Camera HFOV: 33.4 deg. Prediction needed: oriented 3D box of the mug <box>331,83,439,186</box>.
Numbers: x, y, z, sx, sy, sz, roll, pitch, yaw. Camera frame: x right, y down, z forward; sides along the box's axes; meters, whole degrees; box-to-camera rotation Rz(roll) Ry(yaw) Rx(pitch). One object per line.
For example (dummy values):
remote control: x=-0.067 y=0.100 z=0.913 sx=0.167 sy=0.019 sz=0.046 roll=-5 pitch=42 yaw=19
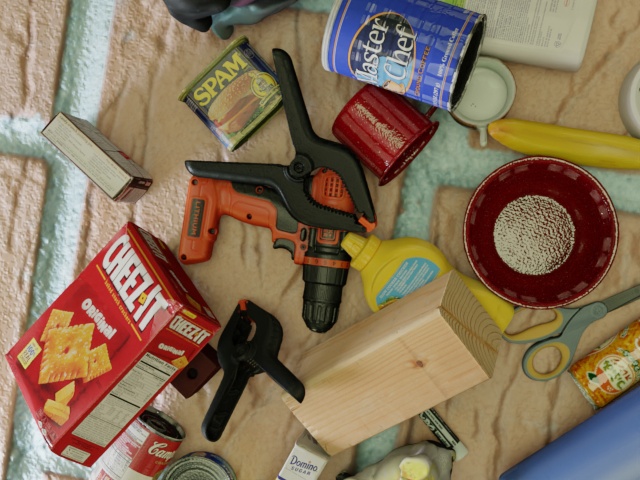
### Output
mug: x=0.074 y=-0.127 z=1.140 sx=0.081 sy=0.093 sz=0.117 roll=44 pitch=95 yaw=9

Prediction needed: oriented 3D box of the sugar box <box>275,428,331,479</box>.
sugar box: x=-0.044 y=0.295 z=1.162 sx=0.048 sy=0.093 sz=0.176 roll=26 pitch=93 yaw=6

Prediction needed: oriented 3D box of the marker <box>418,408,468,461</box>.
marker: x=0.117 y=0.191 z=1.175 sx=0.020 sy=0.020 sz=0.121 roll=-40 pitch=86 yaw=6

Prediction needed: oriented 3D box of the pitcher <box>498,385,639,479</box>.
pitcher: x=0.317 y=0.242 z=1.105 sx=0.243 sy=0.145 sz=0.149 roll=-32 pitch=75 yaw=10

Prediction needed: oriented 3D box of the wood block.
wood block: x=0.073 y=0.129 z=1.101 sx=0.206 sy=0.090 sz=0.091 roll=-31 pitch=104 yaw=29

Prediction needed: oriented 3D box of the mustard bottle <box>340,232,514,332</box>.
mustard bottle: x=0.104 y=0.052 z=1.138 sx=0.191 sy=0.058 sz=0.096 roll=35 pitch=110 yaw=-5

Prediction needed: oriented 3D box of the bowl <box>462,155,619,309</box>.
bowl: x=0.231 y=-0.007 z=1.135 sx=0.162 sy=0.055 sz=0.162 roll=0 pitch=87 yaw=4

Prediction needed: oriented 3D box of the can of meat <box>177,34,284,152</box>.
can of meat: x=-0.091 y=-0.160 z=1.177 sx=0.102 sy=0.057 sz=0.084 roll=-43 pitch=89 yaw=7

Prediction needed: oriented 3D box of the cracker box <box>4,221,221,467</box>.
cracker box: x=-0.230 y=0.109 z=1.152 sx=0.214 sy=0.072 sz=0.164 roll=-47 pitch=46 yaw=7

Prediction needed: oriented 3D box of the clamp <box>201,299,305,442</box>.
clamp: x=-0.066 y=0.127 z=1.131 sx=0.120 sy=0.039 sz=0.171 roll=-16 pitch=45 yaw=20

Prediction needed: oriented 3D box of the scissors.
scissors: x=0.295 y=0.096 z=1.152 sx=0.202 sy=0.016 sz=0.096 roll=-9 pitch=92 yaw=8

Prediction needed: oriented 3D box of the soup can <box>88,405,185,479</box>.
soup can: x=-0.206 y=0.243 z=1.193 sx=0.068 sy=0.068 sz=0.102 roll=33 pitch=95 yaw=5

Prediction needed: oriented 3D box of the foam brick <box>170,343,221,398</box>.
foam brick: x=-0.153 y=0.130 z=1.192 sx=0.078 sy=0.051 sz=0.053 roll=43 pitch=96 yaw=4

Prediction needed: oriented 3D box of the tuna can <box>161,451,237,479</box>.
tuna can: x=-0.136 y=0.282 z=1.202 sx=0.086 sy=0.033 sz=0.086 roll=0 pitch=91 yaw=7

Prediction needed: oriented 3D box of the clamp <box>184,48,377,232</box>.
clamp: x=-0.019 y=-0.089 z=1.122 sx=0.210 sy=0.036 sz=0.165 roll=33 pitch=102 yaw=4

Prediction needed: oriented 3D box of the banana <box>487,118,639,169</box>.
banana: x=0.271 y=-0.103 z=1.122 sx=0.198 sy=0.069 sz=0.037 roll=8 pitch=80 yaw=1

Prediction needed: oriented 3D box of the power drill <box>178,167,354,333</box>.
power drill: x=-0.058 y=0.001 z=1.176 sx=0.187 sy=0.057 sz=0.184 roll=7 pitch=88 yaw=4

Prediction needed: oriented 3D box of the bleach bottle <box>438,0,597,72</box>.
bleach bottle: x=0.163 y=-0.251 z=1.140 sx=0.251 sy=0.068 sz=0.102 roll=13 pitch=89 yaw=10

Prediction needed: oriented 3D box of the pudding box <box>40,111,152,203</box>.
pudding box: x=-0.246 y=-0.091 z=1.180 sx=0.113 sy=0.090 sz=0.039 roll=41 pitch=95 yaw=4

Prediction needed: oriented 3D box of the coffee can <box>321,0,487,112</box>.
coffee can: x=0.085 y=-0.200 z=1.081 sx=0.140 sy=0.102 sz=0.103 roll=21 pitch=94 yaw=13
